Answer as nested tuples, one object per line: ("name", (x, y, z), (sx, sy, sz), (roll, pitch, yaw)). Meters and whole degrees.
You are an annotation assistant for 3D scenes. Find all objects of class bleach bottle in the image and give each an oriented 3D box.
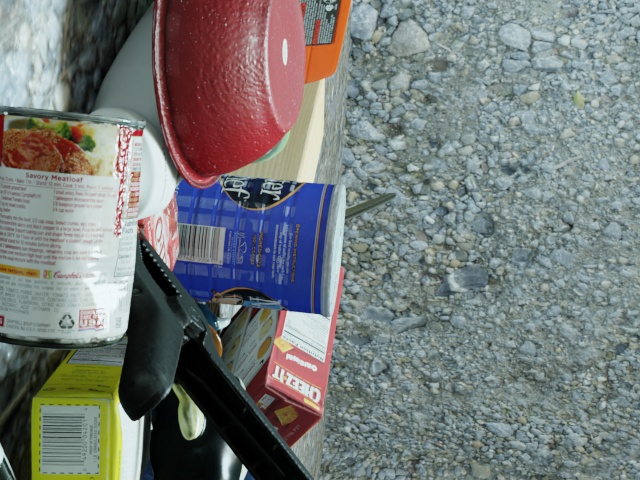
("bleach bottle", (-0.099, -0.090, 0.665), (0.250, 0.068, 0.102), (-71, 164, -60))

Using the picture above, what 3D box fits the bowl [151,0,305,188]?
("bowl", (-0.046, -0.110, 0.634), (0.162, 0.055, 0.162), (2, 90, -77))

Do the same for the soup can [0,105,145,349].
("soup can", (-0.117, -0.007, 0.483), (0.068, 0.068, 0.102), (-43, 139, -83))

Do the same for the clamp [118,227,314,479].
("clamp", (-0.077, 0.060, 0.596), (0.164, 0.036, 0.210), (49, 3, -41))

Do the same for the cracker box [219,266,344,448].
("cracker box", (-0.052, 0.127, 1.056), (0.164, 0.072, 0.213), (-50, -162, 34))

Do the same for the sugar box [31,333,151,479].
("sugar box", (-0.123, 0.107, 0.592), (0.176, 0.048, 0.093), (-127, -140, -81))

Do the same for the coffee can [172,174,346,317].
("coffee can", (-0.055, 0.001, 0.823), (0.103, 0.140, 0.103), (6, 89, -85))
